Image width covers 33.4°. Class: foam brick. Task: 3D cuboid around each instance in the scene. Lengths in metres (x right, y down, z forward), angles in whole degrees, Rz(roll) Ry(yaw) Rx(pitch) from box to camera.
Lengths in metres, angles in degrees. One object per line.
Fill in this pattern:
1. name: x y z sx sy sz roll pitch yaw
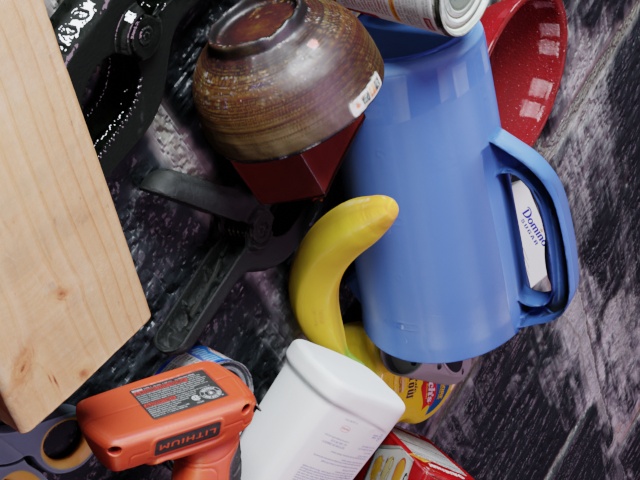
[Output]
1. foam brick: -0.016 -0.068 0.662 0.051 0.053 0.078 56 42 -32

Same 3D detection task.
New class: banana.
1. banana: 0.011 0.026 0.766 0.198 0.069 0.037 97 10 -51

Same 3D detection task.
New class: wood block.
1. wood block: -0.157 -0.026 0.469 0.090 0.091 0.206 -45 142 -32

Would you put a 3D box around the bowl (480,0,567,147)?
1. bowl: 0.144 -0.135 0.890 0.161 0.055 0.162 -35 136 -42

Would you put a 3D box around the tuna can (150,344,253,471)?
1. tuna can: -0.086 0.115 0.724 0.086 0.034 0.086 -34 136 -42

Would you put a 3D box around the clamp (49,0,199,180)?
1. clamp: -0.105 -0.116 0.537 0.210 0.036 0.164 -65 155 -3

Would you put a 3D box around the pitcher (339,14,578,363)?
1. pitcher: 0.086 -0.040 0.763 0.149 0.145 0.243 -18 124 -6

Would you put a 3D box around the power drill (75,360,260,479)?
1. power drill: -0.106 0.178 0.662 0.184 0.057 0.188 -17 123 -32

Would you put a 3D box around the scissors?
1. scissors: -0.178 0.098 0.591 0.096 0.016 0.202 -48 144 -31

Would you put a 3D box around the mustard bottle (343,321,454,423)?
1. mustard bottle: 0.075 0.115 0.942 0.191 0.058 0.096 -1 94 -57

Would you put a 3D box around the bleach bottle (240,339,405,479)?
1. bleach bottle: -0.046 0.197 0.782 0.102 0.068 0.251 28 100 -46

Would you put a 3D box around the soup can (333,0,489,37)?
1. soup can: 0.045 -0.164 0.632 0.068 0.102 0.068 -35 136 -42

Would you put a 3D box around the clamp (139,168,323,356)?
1. clamp: -0.055 0.001 0.691 0.171 0.039 0.120 -19 125 -51
